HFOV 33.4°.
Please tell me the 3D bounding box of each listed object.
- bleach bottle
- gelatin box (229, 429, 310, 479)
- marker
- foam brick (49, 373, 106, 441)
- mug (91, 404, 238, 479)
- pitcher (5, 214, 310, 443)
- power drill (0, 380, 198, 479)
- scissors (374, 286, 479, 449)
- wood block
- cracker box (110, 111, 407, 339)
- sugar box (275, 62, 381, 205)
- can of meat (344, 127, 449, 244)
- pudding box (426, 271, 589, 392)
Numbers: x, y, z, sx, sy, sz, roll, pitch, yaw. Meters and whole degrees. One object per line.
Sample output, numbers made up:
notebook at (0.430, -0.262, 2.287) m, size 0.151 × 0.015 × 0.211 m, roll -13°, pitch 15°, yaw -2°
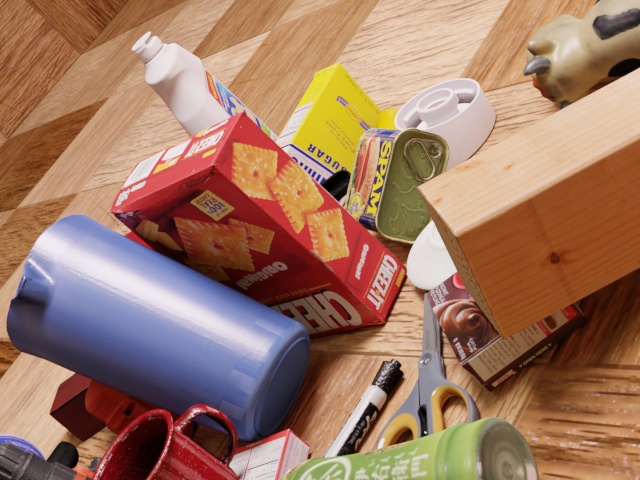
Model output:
bleach bottle at (-0.112, -0.127, 1.185) m, size 0.068 × 0.250 × 0.102 m, roll -35°, pitch 26°, yaw 21°
gelatin box at (-0.050, 0.199, 0.835) m, size 0.073 × 0.030 × 0.089 m, roll -27°, pitch 32°, yaw 34°
marker at (0.028, 0.141, 0.817) m, size 0.020 × 0.020 × 0.121 m, roll -2°, pitch 47°, yaw 57°
foam brick at (-0.248, 0.171, 1.170) m, size 0.078 × 0.051 × 0.053 m, roll -35°, pitch 25°, yaw 20°
mug at (-0.110, 0.180, 0.819) m, size 0.117 × 0.081 × 0.093 m, roll -53°, pitch 26°, yaw -10°
pitcher at (-0.132, 0.079, 0.927) m, size 0.243 × 0.145 × 0.149 m, roll 22°, pitch 46°, yaw 18°
power drill at (-0.187, 0.187, 0.909) m, size 0.057 × 0.184 × 0.187 m, roll -51°, pitch 12°, yaw 25°
scissors at (0.070, 0.110, 0.805) m, size 0.096 × 0.016 × 0.202 m, roll -40°, pitch 24°, yaw 11°
wood block at (0.183, -0.034, 0.707) m, size 0.206 × 0.091 × 0.090 m, roll -28°, pitch 25°, yaw 1°
cracker box at (-0.056, 0.001, 0.937) m, size 0.165 × 0.213 × 0.072 m, roll -17°, pitch 37°, yaw 47°
sugar box at (0.003, -0.099, 1.153) m, size 0.048 × 0.093 × 0.176 m, roll -20°, pitch 35°, yaw 44°
can of meat at (0.067, -0.053, 0.987) m, size 0.084 × 0.057 × 0.102 m, roll -159°, pitch 82°, yaw -67°
pudding box at (0.133, 0.047, 0.776) m, size 0.090 × 0.039 × 0.113 m, roll -39°, pitch 25°, yaw 10°
